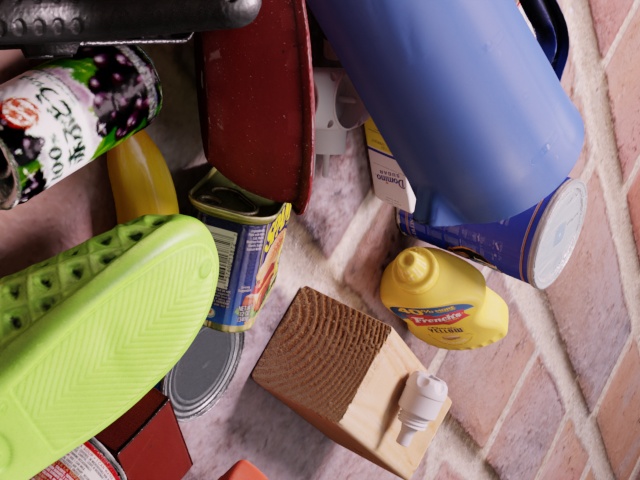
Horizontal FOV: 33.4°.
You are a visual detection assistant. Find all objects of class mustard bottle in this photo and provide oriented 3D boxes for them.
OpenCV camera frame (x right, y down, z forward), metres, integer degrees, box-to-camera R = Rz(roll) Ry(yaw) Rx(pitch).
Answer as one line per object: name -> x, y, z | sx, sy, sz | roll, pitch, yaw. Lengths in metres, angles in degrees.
mustard bottle -> 0.109, 0.050, 0.991 | 0.191, 0.096, 0.058 | 44, 48, -59

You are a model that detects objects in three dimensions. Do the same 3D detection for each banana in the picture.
banana -> -0.116, 0.021, 0.652 | 0.069, 0.037, 0.198 | -12, 121, -57

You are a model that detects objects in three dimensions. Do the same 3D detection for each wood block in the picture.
wood block -> 0.033, 0.130, 0.927 | 0.090, 0.091, 0.206 | -60, 151, -12

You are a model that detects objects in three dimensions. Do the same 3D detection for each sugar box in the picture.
sugar box -> 0.075, -0.116, 0.868 | 0.093, 0.048, 0.176 | -47, 148, -28

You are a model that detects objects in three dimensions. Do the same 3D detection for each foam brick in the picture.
foam brick -> -0.125, 0.133, 0.701 | 0.051, 0.053, 0.078 | -47, 146, -32

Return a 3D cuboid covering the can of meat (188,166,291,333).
can of meat -> -0.055, 0.001, 0.698 | 0.102, 0.057, 0.084 | -61, 165, -66

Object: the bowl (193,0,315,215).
bowl -> -0.043, -0.093, 0.623 | 0.055, 0.162, 0.162 | -5, 125, -9

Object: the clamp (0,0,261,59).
clamp -> -0.113, -0.101, 0.476 | 0.171, 0.120, 0.039 | -11, 95, -29

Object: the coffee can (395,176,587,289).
coffee can -> 0.154, -0.028, 0.964 | 0.102, 0.140, 0.103 | -39, 141, -41

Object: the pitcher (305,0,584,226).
pitcher -> 0.080, -0.140, 0.711 | 0.242, 0.145, 0.149 | 53, 25, -38

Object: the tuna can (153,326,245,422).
tuna can -> -0.092, 0.080, 0.739 | 0.086, 0.034, 0.086 | -39, 141, -41
